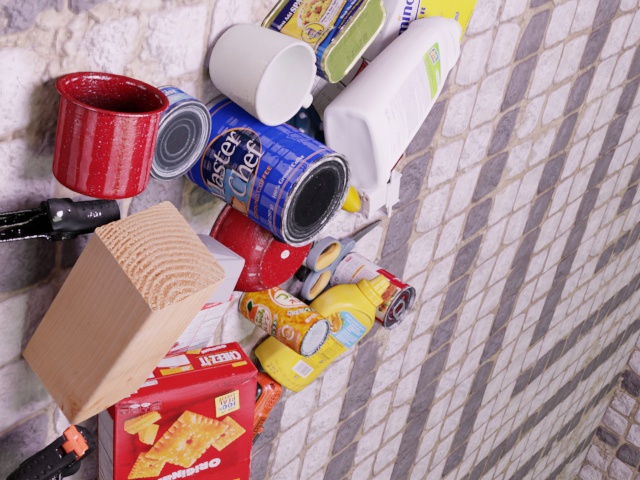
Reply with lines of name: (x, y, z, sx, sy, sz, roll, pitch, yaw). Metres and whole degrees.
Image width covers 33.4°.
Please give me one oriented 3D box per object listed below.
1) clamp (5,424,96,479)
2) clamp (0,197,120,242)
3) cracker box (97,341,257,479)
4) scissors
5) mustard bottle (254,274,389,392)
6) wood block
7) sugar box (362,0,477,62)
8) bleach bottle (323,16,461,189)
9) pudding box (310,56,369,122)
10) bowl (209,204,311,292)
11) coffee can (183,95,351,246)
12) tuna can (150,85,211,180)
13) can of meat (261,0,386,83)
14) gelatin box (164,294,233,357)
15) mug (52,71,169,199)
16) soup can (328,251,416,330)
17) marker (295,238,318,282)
clamp: (-0.269, 0.225, 1.051, 0.210, 0.036, 0.164, -41, 173, 40)
clamp: (-0.217, -0.018, 0.900, 0.171, 0.120, 0.039, -14, 99, -58)
cracker box: (-0.161, 0.230, 1.189, 0.164, 0.072, 0.214, -9, 122, -25)
scissors: (0.025, 0.024, 1.405, 0.201, 0.016, 0.096, -15, 130, -64)
mustard bottle: (0.012, 0.112, 1.388, 0.192, 0.058, 0.096, -41, 135, 6)
wood block: (-0.182, 0.069, 0.972, 0.090, 0.091, 0.206, -27, 163, -45)
sugar box: (0.112, -0.254, 1.249, 0.175, 0.048, 0.093, -14, 130, -54)
bleach bottle: (0.092, -0.165, 1.160, 0.250, 0.068, 0.102, -50, 141, -41)
pudding box: (0.008, -0.174, 1.171, 0.090, 0.039, 0.113, -56, 150, 2)
bowl: (-0.058, 0.002, 1.225, 0.161, 0.055, 0.162, -38, 147, -32)
coffee can: (-0.055, -0.071, 1.062, 0.102, 0.140, 0.103, -39, 147, -32)
tuna can: (-0.143, -0.100, 1.004, 0.086, 0.034, 0.086, -39, 147, -32)
can of meat: (0.005, -0.217, 1.071, 0.102, 0.084, 0.057, -53, 152, -9)
gelatin box: (-0.146, 0.091, 1.189, 0.073, 0.030, 0.089, -15, 142, -53)
mug: (-0.179, -0.092, 0.902, 0.117, 0.093, 0.081, -97, -161, -63)
soup can: (0.069, 0.068, 1.449, 0.068, 0.102, 0.068, -39, 147, -32)
marker: (-0.012, 0.002, 1.338, 0.020, 0.020, 0.121, -27, 139, -45)
